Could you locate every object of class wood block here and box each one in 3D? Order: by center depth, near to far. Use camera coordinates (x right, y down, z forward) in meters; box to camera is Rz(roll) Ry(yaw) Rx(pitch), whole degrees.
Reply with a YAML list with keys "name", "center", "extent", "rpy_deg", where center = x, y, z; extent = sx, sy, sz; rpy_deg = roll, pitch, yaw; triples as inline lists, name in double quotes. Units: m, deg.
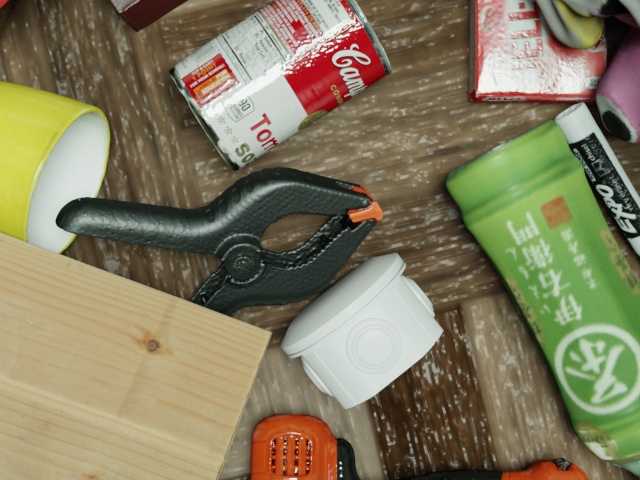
- name: "wood block"
  center: [-0.141, 0.066, 0.529]
  extent: [0.206, 0.090, 0.090]
  rpy_deg: [20, 131, -1]

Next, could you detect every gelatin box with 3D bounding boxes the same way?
- name: "gelatin box"
  center: [0.121, -0.121, 0.595]
  extent: [0.073, 0.030, 0.089]
  rpy_deg: [1, 90, 1]

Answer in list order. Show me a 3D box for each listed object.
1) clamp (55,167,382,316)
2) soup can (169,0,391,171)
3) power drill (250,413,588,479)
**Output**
- name: "clamp"
  center: [-0.054, 0.001, 0.580]
  extent: [0.171, 0.039, 0.120]
  rpy_deg: [-30, 122, -2]
- name: "soup can"
  center: [-0.022, -0.092, 0.579]
  extent: [0.102, 0.068, 0.068]
  rpy_deg: [-33, 90, 1]
- name: "power drill"
  center: [0.050, 0.186, 0.568]
  extent: [0.187, 0.057, 0.184]
  rpy_deg: [1, 76, -2]
